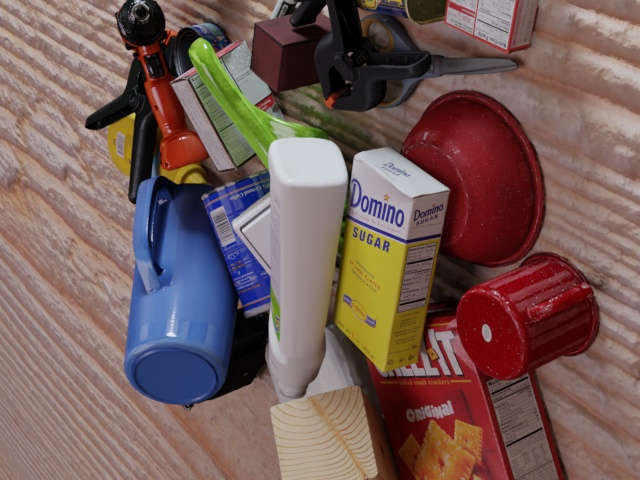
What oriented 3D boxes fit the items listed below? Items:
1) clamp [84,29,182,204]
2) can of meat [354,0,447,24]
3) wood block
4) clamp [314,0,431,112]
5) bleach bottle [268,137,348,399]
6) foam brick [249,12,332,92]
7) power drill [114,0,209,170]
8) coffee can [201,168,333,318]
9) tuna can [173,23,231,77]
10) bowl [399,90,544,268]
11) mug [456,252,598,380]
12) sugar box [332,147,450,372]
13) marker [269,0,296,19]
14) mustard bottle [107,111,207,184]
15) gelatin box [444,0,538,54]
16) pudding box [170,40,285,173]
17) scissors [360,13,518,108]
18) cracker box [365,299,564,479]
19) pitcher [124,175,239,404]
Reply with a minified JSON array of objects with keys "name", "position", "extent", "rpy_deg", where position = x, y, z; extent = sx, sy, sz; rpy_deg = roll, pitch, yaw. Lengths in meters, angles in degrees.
[{"name":"clamp","position":[-0.223,-0.172,1.313],"extent":[0.165,0.036,0.210],"rpy_deg":[46,119,37]},{"name":"can of meat","position":[0.067,-0.239,0.896],"extent":[0.084,0.057,0.102],"rpy_deg":[26,127,50]},{"name":"wood block","position":[0.028,0.224,1.053],"extent":[0.206,0.090,0.091],"rpy_deg":[60,-164,-60]},{"name":"clamp","position":[0.040,-0.156,0.940],"extent":[0.120,0.039,0.171],"rpy_deg":[51,163,16]},{"name":"bleach bottle","position":[-0.020,0.037,1.006],"extent":[0.102,0.068,0.251],"rpy_deg":[-105,17,-59]},{"name":"foam brick","position":[-0.022,-0.184,1.033],"extent":[0.053,0.078,0.051],"rpy_deg":[44,139,38]},{"name":"power drill","position":[-0.174,-0.172,1.168],"extent":[0.184,0.057,0.187],"rpy_deg":[-147,40,-81]},{"name":"coffee can","position":[-0.058,0.001,1.157],"extent":[0.103,0.102,0.140],"rpy_deg":[-24,86,57]},{"name":"tuna can","position":[-0.132,-0.205,1.223],"extent":[0.086,0.033,0.086],"rpy_deg":[31,131,45]},{"name":"bowl","position":[0.115,-0.046,0.925],"extent":[0.162,0.055,0.162],"rpy_deg":[31,130,45]},{"name":"mug","position":[0.173,0.062,0.872],"extent":[0.117,0.081,0.093],"rpy_deg":[-31,80,57]},{"name":"sugar box","position":[0.058,0.017,0.936],"extent":[0.093,0.048,0.176],"rpy_deg":[42,136,47]},{"name":"marker","position":[-0.047,-0.220,1.104],"extent":[0.020,0.020,0.121],"rpy_deg":[59,145,17]},{"name":"mustard bottle","position":[-0.201,-0.103,1.354],"extent":[0.192,0.058,0.096],"rpy_deg":[35,127,42]},{"name":"gelatin box","position":[0.137,-0.201,0.837],"extent":[0.073,0.030,0.089],"rpy_deg":[36,134,40]},{"name":"pudding box","position":[-0.094,-0.141,1.127],"extent":[0.039,0.089,0.113],"rpy_deg":[-5,119,53]},{"name":"scissors","position":[0.090,-0.169,0.933],"extent":[0.202,0.016,0.096],"rpy_deg":[-15,94,57]},{"name":"cracker box","position":[0.129,0.167,0.998],"extent":[0.164,0.071,0.214],"rpy_deg":[-13,95,57]},{"name":"pitcher","position":[-0.155,0.052,1.188],"extent":[0.243,0.149,0.145],"rpy_deg":[-89,21,-47]}]
